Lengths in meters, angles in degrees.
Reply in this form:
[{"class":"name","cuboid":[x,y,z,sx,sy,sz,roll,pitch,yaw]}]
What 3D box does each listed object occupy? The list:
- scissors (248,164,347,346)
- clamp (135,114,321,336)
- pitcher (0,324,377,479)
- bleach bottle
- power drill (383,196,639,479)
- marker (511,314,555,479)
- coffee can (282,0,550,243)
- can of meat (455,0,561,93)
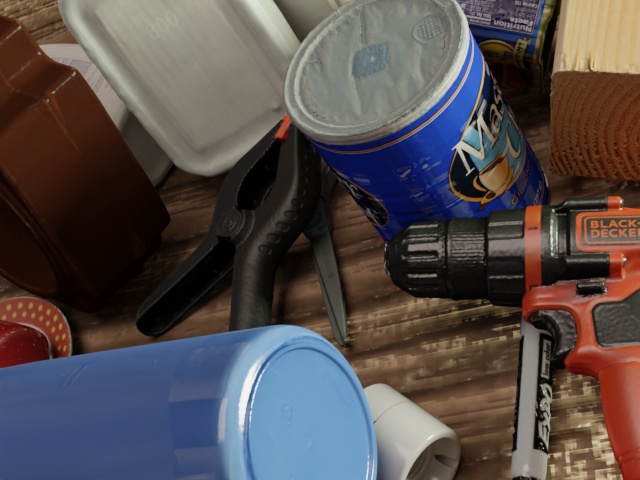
[{"class":"scissors","cuboid":[-0.019,-0.011,0.694,0.096,0.016,0.201,-15,51,26]},{"class":"clamp","cuboid":[-0.054,0.001,0.679,0.120,0.039,0.171,7,67,39]},{"class":"pitcher","cuboid":[-0.100,0.121,0.530,0.243,0.144,0.149,-16,69,37]},{"class":"bleach bottle","cuboid":[-0.203,-0.119,0.856,0.251,0.068,0.102,23,87,43]},{"class":"power drill","cuboid":[0.115,0.063,0.501,0.185,0.057,0.187,-3,57,16]},{"class":"marker","cuboid":[0.106,0.090,0.533,0.020,0.020,0.121,-8,54,28]},{"class":"coffee can","cuboid":[0.057,-0.055,0.590,0.103,0.140,0.103,-17,49,21]},{"class":"can of meat","cuboid":[0.096,-0.128,0.634,0.084,0.102,0.057,13,86,13]}]
